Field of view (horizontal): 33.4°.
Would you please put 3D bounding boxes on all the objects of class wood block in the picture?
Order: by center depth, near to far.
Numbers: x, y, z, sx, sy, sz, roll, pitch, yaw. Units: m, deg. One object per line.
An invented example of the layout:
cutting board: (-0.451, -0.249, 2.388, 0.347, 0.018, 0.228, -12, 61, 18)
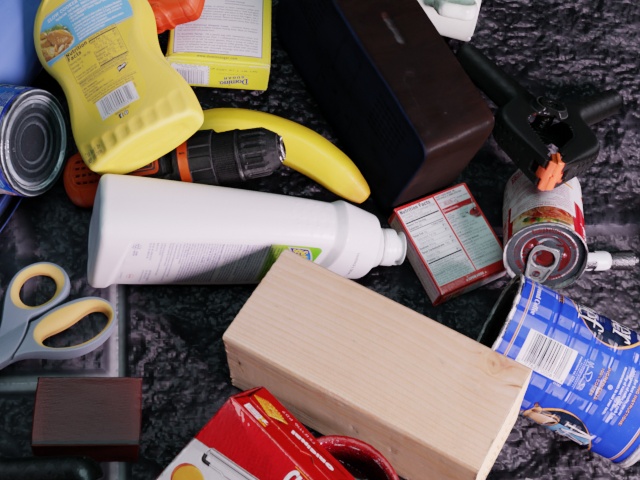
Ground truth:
wood block: (0.040, 0.103, 0.797, 0.206, 0.090, 0.090, 26, 61, 17)

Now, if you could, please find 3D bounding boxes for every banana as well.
banana: (-0.052, -0.077, 0.924, 0.197, 0.037, 0.069, 6, 92, -5)

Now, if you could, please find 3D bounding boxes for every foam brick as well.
foam brick: (-0.172, 0.133, 0.789, 0.078, 0.053, 0.051, 2, 65, -11)

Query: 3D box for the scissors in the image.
scissors: (-0.251, 0.073, 0.800, 0.201, 0.016, 0.096, -19, 61, -33)

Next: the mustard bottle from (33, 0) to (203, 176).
mustard bottle: (-0.171, -0.151, 0.835, 0.096, 0.058, 0.192, -30, 74, 9)

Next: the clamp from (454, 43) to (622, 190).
clamp: (0.206, -0.106, 0.944, 0.164, 0.036, 0.210, 12, 34, -8)

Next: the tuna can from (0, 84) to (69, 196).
tuna can: (-0.233, -0.077, 0.826, 0.034, 0.086, 0.086, 8, 60, 23)

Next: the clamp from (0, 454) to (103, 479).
clamp: (-0.243, 0.186, 0.747, 0.171, 0.039, 0.120, 16, 92, 13)

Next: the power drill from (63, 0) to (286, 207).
power drill: (-0.125, -0.125, 0.879, 0.184, 0.057, 0.187, -8, 74, 7)

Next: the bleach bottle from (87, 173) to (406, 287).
bleach bottle: (-0.056, 0.001, 0.859, 0.250, 0.103, 0.068, 5, 61, -16)

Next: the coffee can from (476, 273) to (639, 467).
coffee can: (0.198, 0.102, 0.846, 0.140, 0.103, 0.102, 27, 63, 3)

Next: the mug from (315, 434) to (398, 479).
mug: (0.018, 0.196, 0.778, 0.117, 0.082, 0.093, -7, 66, -14)

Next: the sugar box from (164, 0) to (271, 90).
sugar box: (-0.091, -0.224, 0.980, 0.093, 0.048, 0.176, 4, 61, -6)

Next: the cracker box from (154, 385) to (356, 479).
cracker box: (-0.059, 0.228, 0.696, 0.164, 0.072, 0.214, 44, 102, 11)

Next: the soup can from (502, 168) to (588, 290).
soup can: (0.188, -0.015, 0.901, 0.068, 0.069, 0.102, 17, 36, -3)

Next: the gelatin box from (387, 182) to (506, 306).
gelatin box: (0.111, 0.002, 0.919, 0.073, 0.030, 0.089, -22, 71, -18)
